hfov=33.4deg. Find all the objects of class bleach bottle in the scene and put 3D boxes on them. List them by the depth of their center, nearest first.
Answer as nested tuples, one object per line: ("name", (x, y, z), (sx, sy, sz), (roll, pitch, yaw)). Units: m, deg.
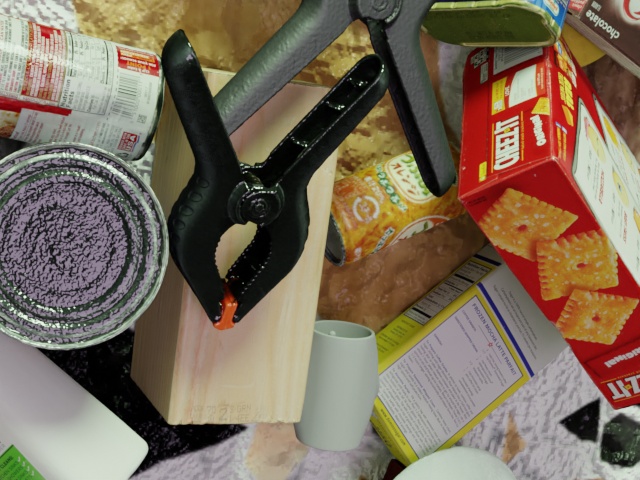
("bleach bottle", (-0.219, 0.067, 0.597), (0.251, 0.068, 0.103), (43, 129, -4))

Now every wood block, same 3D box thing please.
("wood block", (-0.054, 0.001, 0.662), (0.090, 0.091, 0.206), (3, 100, -25))

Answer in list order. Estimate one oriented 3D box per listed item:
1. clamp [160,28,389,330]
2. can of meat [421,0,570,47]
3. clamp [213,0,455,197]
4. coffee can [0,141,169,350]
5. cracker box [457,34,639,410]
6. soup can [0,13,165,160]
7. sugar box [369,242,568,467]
("clamp", (-0.028, -0.031, 0.567), (0.120, 0.039, 0.171), (-2, 125, -15))
("can of meat", (0.113, -0.171, 0.673), (0.057, 0.102, 0.084), (30, 73, -47))
("clamp", (0.033, -0.127, 0.600), (0.164, 0.036, 0.210), (16, 97, -28))
("coffee can", (-0.140, 0.002, 0.586), (0.102, 0.140, 0.103), (0, 90, -13))
("cracker box", (0.171, -0.017, 0.706), (0.072, 0.164, 0.213), (-23, 124, 27))
("soup can", (-0.148, -0.087, 0.614), (0.102, 0.069, 0.068), (10, 98, -25))
("sugar box", (0.107, 0.076, 0.774), (0.176, 0.048, 0.093), (-38, 113, -15))
